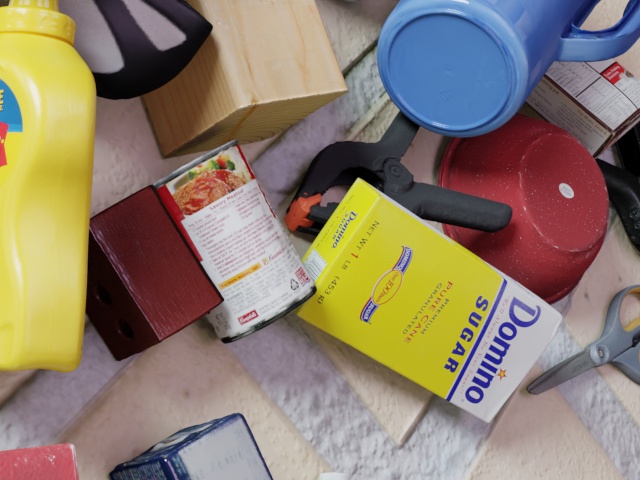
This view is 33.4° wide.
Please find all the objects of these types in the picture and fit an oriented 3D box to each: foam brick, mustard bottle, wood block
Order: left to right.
[{"bbox_3d":[-0.145,-0.034,0.518,0.058,0.096,0.191,6,85,-36],"label":"mustard bottle"},{"bbox_3d":[-0.103,0.019,0.592,0.051,0.053,0.078,-37,97,-42],"label":"foam brick"},{"bbox_3d":[-0.074,-0.167,0.661,0.090,0.091,0.206,-16,85,-42],"label":"wood block"}]

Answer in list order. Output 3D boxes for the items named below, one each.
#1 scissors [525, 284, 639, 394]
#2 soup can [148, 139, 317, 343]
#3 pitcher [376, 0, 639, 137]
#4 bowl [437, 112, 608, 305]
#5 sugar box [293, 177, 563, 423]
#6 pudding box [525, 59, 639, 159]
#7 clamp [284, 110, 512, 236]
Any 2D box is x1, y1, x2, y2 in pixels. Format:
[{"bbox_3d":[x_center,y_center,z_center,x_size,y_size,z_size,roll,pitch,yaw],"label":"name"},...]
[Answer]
[{"bbox_3d":[0.237,0.106,0.871,0.201,0.016,0.096,-38,99,-42],"label":"scissors"},{"bbox_3d":[-0.054,0.001,0.629,0.068,0.069,0.102,-34,97,-42],"label":"soup can"},{"bbox_3d":[0.143,-0.174,0.790,0.145,0.149,0.242,55,41,-17],"label":"pitcher"},{"bbox_3d":[0.170,-0.031,0.822,0.161,0.055,0.162,8,74,-30],"label":"bowl"},{"bbox_3d":[0.070,0.044,0.703,0.176,0.048,0.093,31,99,-25],"label":"sugar box"},{"bbox_3d":[0.217,-0.130,0.903,0.113,0.039,0.089,43,49,14],"label":"pudding box"},{"bbox_3d":[0.045,-0.048,0.745,0.171,0.039,0.120,-9,58,-33],"label":"clamp"}]
